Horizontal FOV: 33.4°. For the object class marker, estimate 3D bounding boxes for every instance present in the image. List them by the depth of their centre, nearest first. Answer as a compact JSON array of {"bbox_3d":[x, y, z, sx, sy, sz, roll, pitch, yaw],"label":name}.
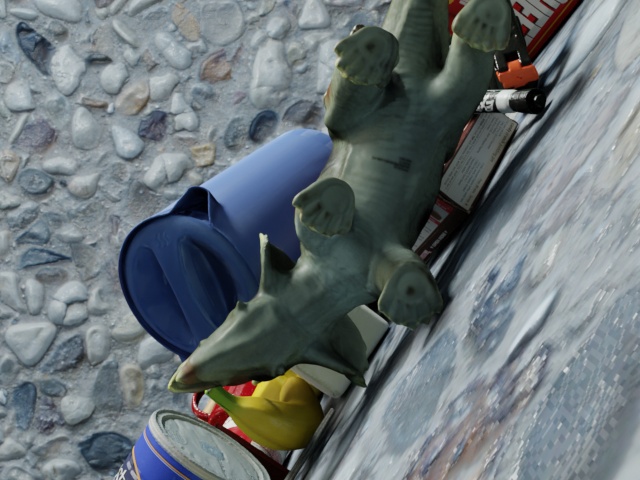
[{"bbox_3d":[0.128,-0.104,0.800,0.020,0.020,0.121,-58,26,-10],"label":"marker"}]

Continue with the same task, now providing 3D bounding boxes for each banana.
[{"bbox_3d":[-0.028,0.135,0.848,0.037,0.070,0.197,-38,-15,7],"label":"banana"}]

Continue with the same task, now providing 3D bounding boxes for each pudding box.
[{"bbox_3d":[0.104,-0.045,0.844,0.113,0.039,0.090,-59,2,-36],"label":"pudding box"}]

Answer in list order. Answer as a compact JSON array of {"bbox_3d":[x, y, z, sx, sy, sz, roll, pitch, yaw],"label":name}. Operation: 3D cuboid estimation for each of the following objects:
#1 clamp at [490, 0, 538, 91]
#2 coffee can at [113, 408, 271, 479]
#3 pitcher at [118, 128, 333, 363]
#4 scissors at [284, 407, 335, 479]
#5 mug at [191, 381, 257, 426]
[{"bbox_3d":[0.151,-0.160,0.886,0.036,0.164,0.210,-16,32,9],"label":"clamp"},{"bbox_3d":[-0.116,0.211,0.789,0.140,0.103,0.103,-58,0,5],"label":"coffee can"},{"bbox_3d":[-0.056,0.001,0.931,0.149,0.145,0.242,-36,5,36],"label":"pitcher"},{"bbox_3d":[-0.048,0.217,0.812,0.201,0.016,0.096,-58,0,-15],"label":"scissors"},{"bbox_3d":[-0.085,0.183,1.169,0.081,0.117,0.093,-66,-17,-52],"label":"mug"}]
